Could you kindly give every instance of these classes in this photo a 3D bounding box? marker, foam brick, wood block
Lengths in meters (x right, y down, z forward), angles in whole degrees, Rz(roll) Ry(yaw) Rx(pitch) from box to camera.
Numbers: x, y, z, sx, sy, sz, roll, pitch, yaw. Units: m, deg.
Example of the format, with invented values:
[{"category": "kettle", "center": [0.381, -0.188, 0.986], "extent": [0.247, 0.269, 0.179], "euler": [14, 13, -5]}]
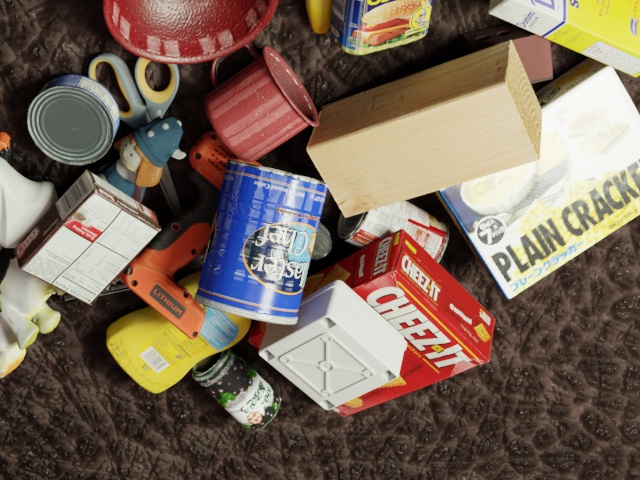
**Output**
[{"category": "marker", "center": [-0.225, 0.048, 1.164], "extent": [0.121, 0.020, 0.020], "euler": [-12, 120, -1]}, {"category": "foam brick", "center": [0.188, -0.186, 1.075], "extent": [0.078, 0.053, 0.051], "euler": [-14, 120, -2]}, {"category": "wood block", "center": [0.104, -0.107, 1.048], "extent": [0.206, 0.090, 0.090], "euler": [-16, 122, 25]}]

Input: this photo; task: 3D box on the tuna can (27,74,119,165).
[{"category": "tuna can", "center": [-0.242, -0.119, 1.050], "extent": [0.086, 0.033, 0.086], "euler": [2, 123, 3]}]

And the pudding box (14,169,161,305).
[{"category": "pudding box", "center": [-0.226, -0.001, 1.036], "extent": [0.113, 0.039, 0.090], "euler": [-44, 133, 12]}]

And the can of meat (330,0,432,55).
[{"category": "can of meat", "center": [0.060, -0.230, 1.009], "extent": [0.102, 0.057, 0.084], "euler": [-18, 139, -23]}]

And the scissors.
[{"category": "scissors", "center": [-0.158, -0.112, 1.084], "extent": [0.096, 0.016, 0.201], "euler": [-26, 119, 12]}]

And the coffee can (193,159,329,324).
[{"category": "coffee can", "center": [-0.057, 0.001, 1.032], "extent": [0.102, 0.103, 0.140], "euler": [13, 92, -15]}]

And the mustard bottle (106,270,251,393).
[{"category": "mustard bottle", "center": [-0.134, 0.086, 1.176], "extent": [0.192, 0.058, 0.096], "euler": [-33, 118, 10]}]

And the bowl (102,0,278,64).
[{"category": "bowl", "center": [-0.122, -0.235, 0.979], "extent": [0.162, 0.055, 0.162], "euler": [-11, 150, -7]}]

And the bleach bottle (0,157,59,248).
[{"category": "bleach bottle", "center": [-0.351, -0.060, 1.024], "extent": [0.250, 0.068, 0.103], "euler": [19, 107, -18]}]

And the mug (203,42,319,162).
[{"category": "mug", "center": [-0.066, -0.140, 1.050], "extent": [0.082, 0.093, 0.117], "euler": [-32, 88, 15]}]

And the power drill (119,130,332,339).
[{"category": "power drill", "center": [-0.101, 0.008, 1.105], "extent": [0.184, 0.057, 0.187], "euler": [41, 82, -17]}]

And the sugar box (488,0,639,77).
[{"category": "sugar box", "center": [0.253, -0.235, 1.036], "extent": [0.176, 0.048, 0.093], "euler": [19, 71, -20]}]

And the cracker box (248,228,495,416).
[{"category": "cracker box", "center": [0.054, 0.099, 1.161], "extent": [0.214, 0.072, 0.164], "euler": [-27, 122, 36]}]

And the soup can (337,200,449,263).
[{"category": "soup can", "center": [0.078, -0.011, 1.148], "extent": [0.102, 0.068, 0.069], "euler": [25, 112, -20]}]
